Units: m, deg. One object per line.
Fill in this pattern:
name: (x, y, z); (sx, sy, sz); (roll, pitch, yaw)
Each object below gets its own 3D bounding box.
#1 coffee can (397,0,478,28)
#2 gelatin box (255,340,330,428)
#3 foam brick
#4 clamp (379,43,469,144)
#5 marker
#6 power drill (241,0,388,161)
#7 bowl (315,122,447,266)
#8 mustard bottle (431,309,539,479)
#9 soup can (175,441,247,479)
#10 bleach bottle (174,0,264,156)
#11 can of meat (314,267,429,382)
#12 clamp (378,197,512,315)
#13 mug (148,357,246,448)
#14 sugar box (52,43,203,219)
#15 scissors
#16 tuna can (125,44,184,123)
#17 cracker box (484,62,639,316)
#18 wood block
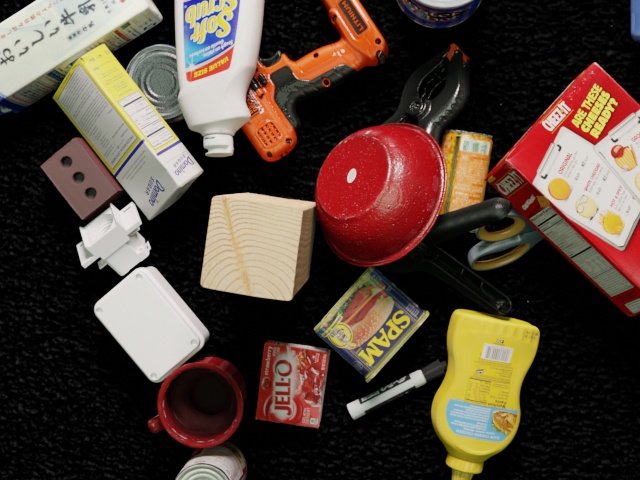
coffee can: (0.126, -0.281, 1.106); (0.103, 0.140, 0.103); (0, 93, 4)
gelatin box: (-0.031, 0.161, 1.197); (0.073, 0.030, 0.089); (8, 93, 4)
foam brick: (-0.263, -0.069, 1.190); (0.053, 0.051, 0.078); (-39, 90, 5)
clamp: (0.114, -0.127, 1.144); (0.120, 0.039, 0.171); (39, 96, 36)
marker: (0.087, 0.166, 1.194); (0.121, 0.020, 0.020); (-27, 91, 5)
power drill: (-0.035, -0.207, 1.165); (0.188, 0.057, 0.184); (-34, 87, 7)
bowl: (0.049, -0.057, 1.105); (0.162, 0.055, 0.162); (-17, 62, 34)
mustard bottle: (0.173, 0.177, 1.168); (0.096, 0.058, 0.191); (11, 94, -10)
soup can: (-0.121, 0.265, 1.173); (0.068, 0.102, 0.068); (0, 93, 4)
bleach bottle: (-0.101, -0.214, 1.117); (0.103, 0.068, 0.251); (-3, 86, 12)
can of meat: (0.055, 0.090, 1.174); (0.084, 0.057, 0.102); (42, 95, 3)
clamp: (0.112, 0.011, 1.150); (0.210, 0.036, 0.164); (7, 136, 26)
mug: (-0.136, 0.180, 1.180); (0.117, 0.081, 0.093); (-30, 91, 5)
sugar box: (-0.211, -0.117, 1.165); (0.176, 0.093, 0.048); (50, 52, -2)
scissors: (0.248, -0.026, 1.148); (0.202, 0.096, 0.016); (-26, 49, 7)
tuna can: (-0.174, -0.174, 1.187); (0.086, 0.033, 0.086); (0, 93, 4)
cracker box: (0.303, -0.052, 1.114); (0.214, 0.072, 0.164); (44, 68, 2)
wood block: (-0.058, 0.002, 1.102); (0.090, 0.206, 0.091); (8, 94, 4)
